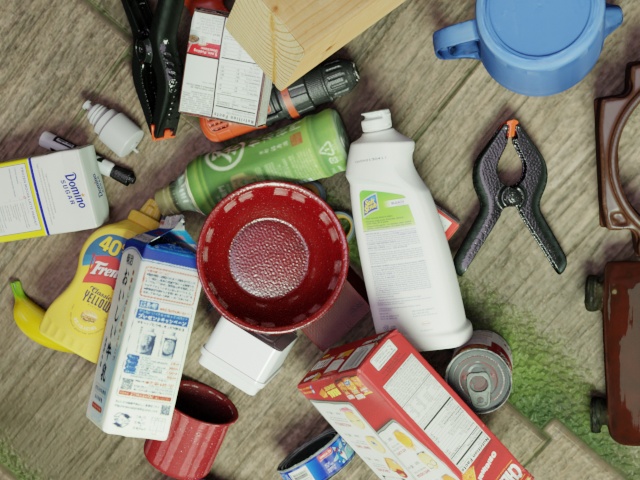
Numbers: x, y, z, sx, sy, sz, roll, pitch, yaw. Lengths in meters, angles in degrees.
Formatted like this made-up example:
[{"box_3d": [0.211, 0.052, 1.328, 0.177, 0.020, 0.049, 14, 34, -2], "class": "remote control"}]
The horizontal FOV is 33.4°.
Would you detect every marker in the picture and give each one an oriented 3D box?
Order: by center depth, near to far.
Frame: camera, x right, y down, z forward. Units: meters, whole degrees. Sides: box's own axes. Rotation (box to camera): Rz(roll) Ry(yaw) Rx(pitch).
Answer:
[{"box_3d": [-0.267, -0.093, 1.226, 0.121, 0.020, 0.020, 25, 101, 7], "class": "marker"}]

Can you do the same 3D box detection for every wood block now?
[{"box_3d": [0.018, -0.252, 1.059, 0.205, 0.091, 0.090, -40, 88, -24], "class": "wood block"}]

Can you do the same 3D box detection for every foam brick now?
[{"box_3d": [0.017, 0.076, 1.175, 0.078, 0.051, 0.053, -42, 89, 13], "class": "foam brick"}]

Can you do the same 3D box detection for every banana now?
[{"box_3d": [-0.280, 0.099, 1.245, 0.198, 0.037, 0.070, 11, 99, 10], "class": "banana"}]

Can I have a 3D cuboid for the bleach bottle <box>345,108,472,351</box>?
[{"box_3d": [0.087, -0.012, 1.110, 0.103, 0.068, 0.251, -8, 99, 19], "class": "bleach bottle"}]

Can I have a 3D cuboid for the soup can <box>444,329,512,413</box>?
[{"box_3d": [0.169, 0.136, 1.126, 0.068, 0.102, 0.068, 1, 97, 11], "class": "soup can"}]

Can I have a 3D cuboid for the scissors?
[{"box_3d": [-0.058, 0.001, 1.199, 0.202, 0.016, 0.096, -22, 91, 13], "class": "scissors"}]

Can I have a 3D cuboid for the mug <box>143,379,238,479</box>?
[{"box_3d": [-0.158, 0.211, 1.215, 0.117, 0.093, 0.081, 35, 110, 37], "class": "mug"}]

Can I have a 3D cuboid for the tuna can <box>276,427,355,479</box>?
[{"box_3d": [-0.004, 0.244, 1.183, 0.086, 0.086, 0.034, -33, 92, 13], "class": "tuna can"}]

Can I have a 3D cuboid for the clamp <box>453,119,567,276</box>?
[{"box_3d": [0.191, -0.039, 1.128, 0.120, 0.039, 0.171, -10, 92, -7], "class": "clamp"}]

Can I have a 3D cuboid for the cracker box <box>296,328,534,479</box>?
[{"box_3d": [0.094, 0.196, 1.107, 0.213, 0.164, 0.072, 47, 64, -6], "class": "cracker box"}]

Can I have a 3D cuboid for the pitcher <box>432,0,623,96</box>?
[{"box_3d": [0.196, -0.204, 1.005, 0.145, 0.242, 0.149, 38, 102, 6], "class": "pitcher"}]

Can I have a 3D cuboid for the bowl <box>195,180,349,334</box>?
[{"box_3d": [-0.053, 0.019, 1.140, 0.162, 0.055, 0.162, 0, 87, -8], "class": "bowl"}]

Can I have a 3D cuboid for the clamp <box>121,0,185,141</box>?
[{"box_3d": [-0.174, -0.212, 1.148, 0.036, 0.165, 0.210, -14, 104, -31], "class": "clamp"}]

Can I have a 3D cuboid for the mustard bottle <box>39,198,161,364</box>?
[{"box_3d": [-0.230, 0.040, 1.201, 0.096, 0.058, 0.191, 27, 83, 4], "class": "mustard bottle"}]

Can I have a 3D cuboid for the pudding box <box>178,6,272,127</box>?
[{"box_3d": [-0.095, -0.181, 1.116, 0.090, 0.039, 0.113, 12, 106, 10], "class": "pudding box"}]

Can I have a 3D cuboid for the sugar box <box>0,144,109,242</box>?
[{"box_3d": [-0.334, -0.050, 1.223, 0.176, 0.048, 0.093, -8, 102, 15], "class": "sugar box"}]

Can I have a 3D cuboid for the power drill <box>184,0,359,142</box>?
[{"box_3d": [-0.067, -0.216, 1.151, 0.184, 0.057, 0.187, -18, 93, 13], "class": "power drill"}]
